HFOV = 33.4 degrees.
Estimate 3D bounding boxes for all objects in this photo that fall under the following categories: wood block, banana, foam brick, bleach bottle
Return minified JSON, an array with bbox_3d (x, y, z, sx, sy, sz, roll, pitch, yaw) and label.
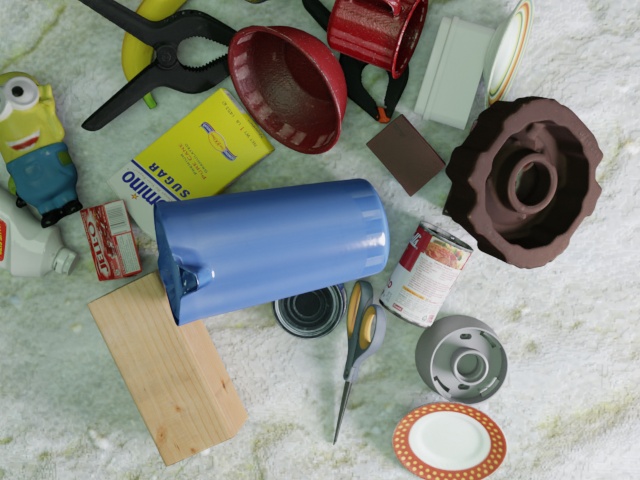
[{"bbox_3d":[-0.173,0.140,1.232,0.090,0.090,0.206,-25,92,10],"label":"wood block"},{"bbox_3d":[-0.177,-0.251,1.216,0.069,0.037,0.198,25,104,-23],"label":"banana"},{"bbox_3d":[0.096,-0.095,1.184,0.053,0.051,0.078,-40,90,10],"label":"foam brick"},{"bbox_3d":[-0.400,-0.032,1.259,0.251,0.068,0.103,25,106,3],"label":"bleach bottle"}]

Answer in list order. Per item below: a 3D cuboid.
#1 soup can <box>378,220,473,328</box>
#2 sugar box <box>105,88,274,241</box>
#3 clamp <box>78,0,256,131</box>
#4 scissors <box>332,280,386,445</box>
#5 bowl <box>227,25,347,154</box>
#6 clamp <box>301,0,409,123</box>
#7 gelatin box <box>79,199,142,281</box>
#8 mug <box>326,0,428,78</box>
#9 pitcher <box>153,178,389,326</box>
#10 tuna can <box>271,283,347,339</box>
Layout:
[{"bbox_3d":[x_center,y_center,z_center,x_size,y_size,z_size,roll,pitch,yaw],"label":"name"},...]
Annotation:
[{"bbox_3d":[0.117,0.039,1.189,0.068,0.068,0.102,28,101,4],"label":"soup can"},{"bbox_3d":[-0.150,-0.086,1.224,0.176,0.048,0.093,-38,91,10],"label":"sugar box"},{"bbox_3d":[-0.178,-0.199,1.195,0.209,0.036,0.165,1,113,-12],"label":"clamp"},{"bbox_3d":[0.043,0.147,1.208,0.016,0.096,0.202,4,95,-20],"label":"scissors"},{"bbox_3d":[-0.025,-0.175,1.164,0.162,0.162,0.055,47,61,1],"label":"bowl"},{"bbox_3d":[0.043,-0.214,1.185,0.120,0.039,0.171,-3,91,12],"label":"clamp"},{"bbox_3d":[-0.243,0.001,1.235,0.030,0.073,0.089,-16,95,-33],"label":"gelatin box"},{"bbox_3d":[0.057,-0.231,1.108,0.081,0.117,0.093,22,78,12],"label":"mug"},{"bbox_3d":[-0.058,0.001,1.160,0.242,0.145,0.149,-11,60,-14],"label":"pitcher"},{"bbox_3d":[-0.013,0.071,1.229,0.086,0.033,0.086,1,97,8],"label":"tuna can"}]
